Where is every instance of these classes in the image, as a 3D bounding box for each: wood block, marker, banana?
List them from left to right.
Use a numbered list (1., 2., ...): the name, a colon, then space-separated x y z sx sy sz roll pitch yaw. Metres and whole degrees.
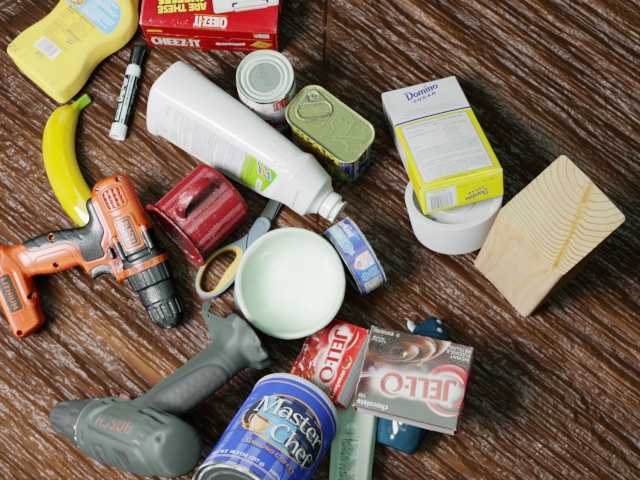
1. banana: -0.285 -0.080 1.250 0.069 0.037 0.198 -15 75 -3
2. marker: -0.231 -0.180 1.285 0.020 0.020 0.121 10 75 4
3. wood block: 0.235 0.002 1.125 0.090 0.206 0.090 -40 78 -10

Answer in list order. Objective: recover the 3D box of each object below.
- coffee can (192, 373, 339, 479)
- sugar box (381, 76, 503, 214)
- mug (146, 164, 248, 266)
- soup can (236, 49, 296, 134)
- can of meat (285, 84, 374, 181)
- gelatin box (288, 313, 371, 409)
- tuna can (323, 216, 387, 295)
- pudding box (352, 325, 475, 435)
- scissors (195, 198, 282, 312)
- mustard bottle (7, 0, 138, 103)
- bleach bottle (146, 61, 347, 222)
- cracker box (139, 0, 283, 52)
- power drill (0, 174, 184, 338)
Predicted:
1. coffee can: -0.054 0.219 1.096 0.103 0.103 0.140 27 41 8
2. sugar box: 0.135 -0.110 1.204 0.093 0.048 0.176 -14 43 -2
3. mug: -0.136 -0.036 1.196 0.093 0.117 0.081 41 74 16
4. soup can: -0.060 -0.170 1.234 0.068 0.102 0.068 0 75 1
5. can of meat: 0.012 -0.120 1.228 0.102 0.084 0.057 38 79 11
6. gelatin box: 0.012 0.131 1.171 0.073 0.030 0.089 16 73 37
7. tuna can: 0.038 0.018 1.189 0.033 0.086 0.086 -31 76 -6
8. pudding box: 0.098 0.147 1.118 0.113 0.039 0.090 11 70 12
9. scissors: -0.058 0.002 1.233 0.096 0.016 0.201 43 80 10
10. mustard bottle: -0.278 -0.262 1.289 0.096 0.058 0.191 40 80 17
11. bleach bottle: -0.081 -0.099 1.218 0.251 0.103 0.068 35 62 8
12. cracker box: -0.123 -0.340 1.299 0.164 0.072 0.213 4 76 2
13. power drill: -0.263 0.040 1.197 0.187 0.057 0.184 -23 92 -2
